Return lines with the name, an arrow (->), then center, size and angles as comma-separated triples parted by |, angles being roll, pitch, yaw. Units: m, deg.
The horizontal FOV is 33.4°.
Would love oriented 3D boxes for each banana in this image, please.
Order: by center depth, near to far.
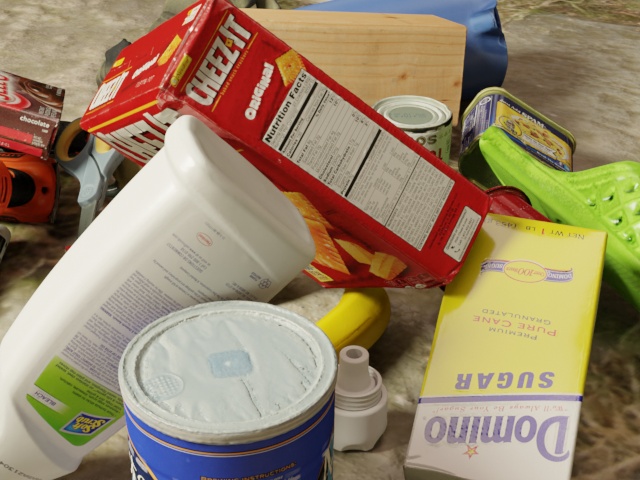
banana -> -0.003, 0.071, 0.718 | 0.070, 0.037, 0.197 | -15, 14, 38

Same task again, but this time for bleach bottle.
bleach bottle -> -0.124, 0.053, 0.578 | 0.251, 0.102, 0.068 | -42, 30, 13

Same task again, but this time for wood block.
wood block -> 0.013, -0.152, 0.936 | 0.205, 0.090, 0.091 | -2, 19, -15

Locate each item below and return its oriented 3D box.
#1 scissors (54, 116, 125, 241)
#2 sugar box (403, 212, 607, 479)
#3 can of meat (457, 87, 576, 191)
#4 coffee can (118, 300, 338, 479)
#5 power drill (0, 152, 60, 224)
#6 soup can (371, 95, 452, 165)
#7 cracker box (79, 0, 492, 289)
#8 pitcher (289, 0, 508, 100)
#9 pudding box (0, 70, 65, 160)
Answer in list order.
scissors -> -0.187, -0.037, 0.822 | 0.096, 0.016, 0.201 | -7, 52, 34
sugar box -> 0.113, 0.070, 0.636 | 0.093, 0.048, 0.176 | 9, 58, 14
can of meat -> 0.167, -0.072, 0.908 | 0.102, 0.058, 0.084 | 31, 33, -8
coffee can -> -0.043, 0.116, 0.534 | 0.103, 0.140, 0.103 | 0, 31, 0
power drill -> -0.294, -0.043, 0.807 | 0.184, 0.057, 0.187 | 7, 4, 9
soup can -> 0.071, -0.058, 0.866 | 0.068, 0.102, 0.068 | 1, 31, -1
cracker box -> -0.027, -0.047, 0.666 | 0.164, 0.213, 0.072 | -5, 55, 62
pitcher -> 0.051, -0.186, 1.073 | 0.242, 0.149, 0.145 | -13, 48, -16
pudding box -> -0.251, -0.105, 0.840 | 0.090, 0.039, 0.113 | 17, 14, -16
